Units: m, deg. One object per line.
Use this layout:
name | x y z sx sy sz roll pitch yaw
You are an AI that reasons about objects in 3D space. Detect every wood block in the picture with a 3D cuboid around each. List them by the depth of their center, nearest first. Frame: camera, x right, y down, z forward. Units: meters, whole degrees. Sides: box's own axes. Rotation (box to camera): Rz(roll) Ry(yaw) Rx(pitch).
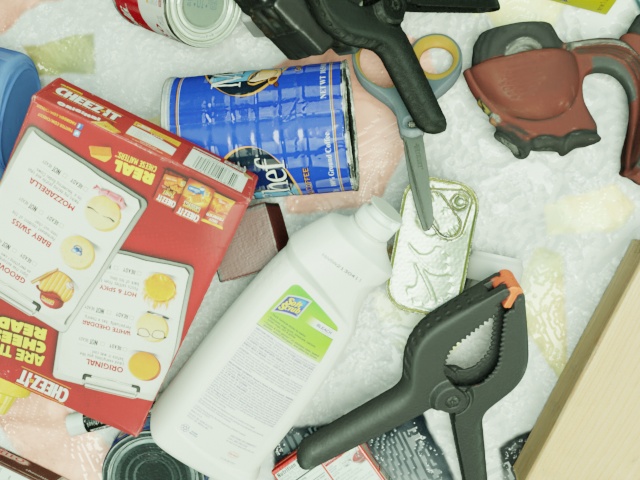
wood block | 0.235 0.110 0.806 0.091 0.090 0.206 27 93 6

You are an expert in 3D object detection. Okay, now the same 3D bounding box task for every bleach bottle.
bleach bottle | -0.021 0.072 0.800 0.102 0.068 0.251 32 112 -20

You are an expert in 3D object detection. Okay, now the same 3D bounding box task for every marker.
marker | -0.151 0.139 0.882 0.121 0.020 0.020 -15 88 6

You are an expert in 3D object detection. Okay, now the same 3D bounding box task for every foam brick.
foam brick | -0.056 0.001 0.844 0.053 0.078 0.051 -16 90 6

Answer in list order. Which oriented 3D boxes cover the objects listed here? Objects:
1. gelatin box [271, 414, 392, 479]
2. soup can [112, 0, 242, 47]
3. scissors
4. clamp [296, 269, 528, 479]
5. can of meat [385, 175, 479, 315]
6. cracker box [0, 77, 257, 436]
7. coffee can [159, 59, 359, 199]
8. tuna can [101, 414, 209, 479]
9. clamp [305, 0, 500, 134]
gelatin box | 0.015 0.198 0.859 0.073 0.030 0.089 -37 86 6
soup can | -0.112 -0.191 0.830 0.068 0.102 0.068 -14 116 -30
scissors | 0.085 -0.095 0.812 0.096 0.016 0.202 -17 54 -10
clamp | 0.083 0.112 0.793 0.164 0.036 0.210 12 115 -16
can of meat | 0.086 0.005 0.825 0.057 0.084 0.102 10 91 6
cracker box | -0.162 0.014 0.781 0.164 0.072 0.214 25 111 -5
coffee can | -0.044 -0.083 0.830 0.140 0.102 0.103 -5 89 6
tuna can | -0.133 0.187 0.864 0.086 0.033 0.086 0 102 2
clamp | 0.055 -0.172 0.769 0.171 0.039 0.120 40 67 -23
